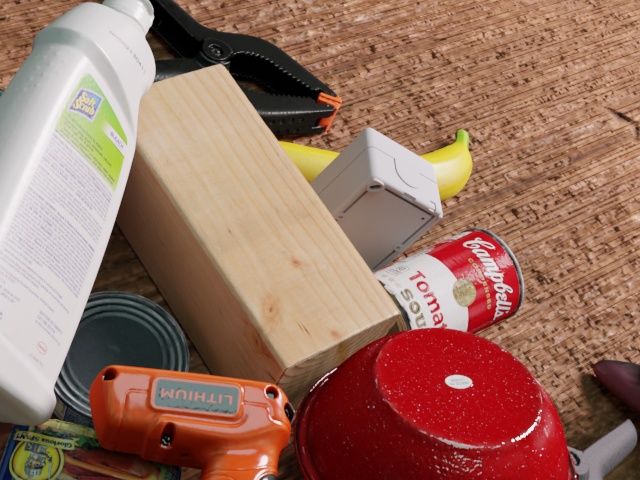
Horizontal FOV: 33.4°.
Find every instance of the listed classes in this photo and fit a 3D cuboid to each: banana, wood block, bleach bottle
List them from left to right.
[{"bbox_3d":[-0.146,-0.033,0.588,0.068,0.102,0.250,2,57,28],"label":"bleach bottle"},{"bbox_3d":[-0.054,0.000,0.676,0.090,0.091,0.206,-23,68,-32],"label":"wood block"},{"bbox_3d":[0.038,-0.051,0.784,0.197,0.037,0.070,-3,32,-26],"label":"banana"}]

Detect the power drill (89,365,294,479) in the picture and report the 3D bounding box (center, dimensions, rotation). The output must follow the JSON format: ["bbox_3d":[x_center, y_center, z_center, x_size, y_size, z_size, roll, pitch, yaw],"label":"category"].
[{"bbox_3d":[-0.082,0.154,0.508,0.184,0.057,0.187,9,52,-13],"label":"power drill"}]

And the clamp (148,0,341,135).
[{"bbox_3d":[-0.086,-0.135,0.791,0.209,0.036,0.164,14,47,-15],"label":"clamp"}]

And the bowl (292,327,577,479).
[{"bbox_3d":[0.068,0.097,0.580,0.162,0.055,0.162,8,35,-6],"label":"bowl"}]

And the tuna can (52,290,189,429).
[{"bbox_3d":[-0.123,0.075,0.634,0.086,0.034,0.086,10,54,-14],"label":"tuna can"}]

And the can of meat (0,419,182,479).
[{"bbox_3d":[-0.129,0.149,0.567,0.102,0.058,0.084,17,50,-10],"label":"can of meat"}]

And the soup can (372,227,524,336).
[{"bbox_3d":[0.076,0.039,0.714,0.102,0.069,0.068,-22,67,-31],"label":"soup can"}]
